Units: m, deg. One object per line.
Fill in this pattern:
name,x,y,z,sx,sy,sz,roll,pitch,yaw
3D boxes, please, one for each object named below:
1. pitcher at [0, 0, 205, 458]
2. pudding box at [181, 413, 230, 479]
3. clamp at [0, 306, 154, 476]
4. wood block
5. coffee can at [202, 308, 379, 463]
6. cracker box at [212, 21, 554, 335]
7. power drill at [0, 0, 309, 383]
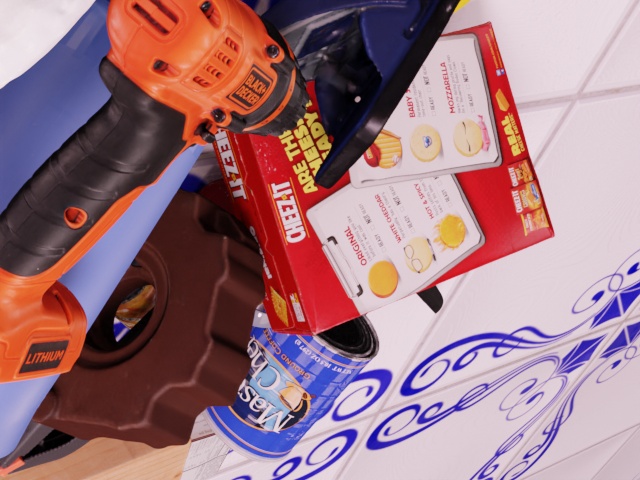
pitcher,-0.159,-0.015,0.588,0.243,0.149,0.144,-53,143,6
pudding box,-0.138,0.204,1.031,0.113,0.039,0.090,-12,142,-41
clamp,-0.156,0.115,0.772,0.171,0.039,0.120,-33,146,-8
wood block,-0.220,0.185,0.858,0.205,0.091,0.090,-17,145,-33
coffee can,-0.029,0.115,0.954,0.102,0.103,0.140,6,129,-52
cracker box,0.044,-0.046,0.738,0.213,0.164,0.072,-20,-175,-28
power drill,-0.084,-0.026,0.470,0.188,0.057,0.184,-51,167,5
